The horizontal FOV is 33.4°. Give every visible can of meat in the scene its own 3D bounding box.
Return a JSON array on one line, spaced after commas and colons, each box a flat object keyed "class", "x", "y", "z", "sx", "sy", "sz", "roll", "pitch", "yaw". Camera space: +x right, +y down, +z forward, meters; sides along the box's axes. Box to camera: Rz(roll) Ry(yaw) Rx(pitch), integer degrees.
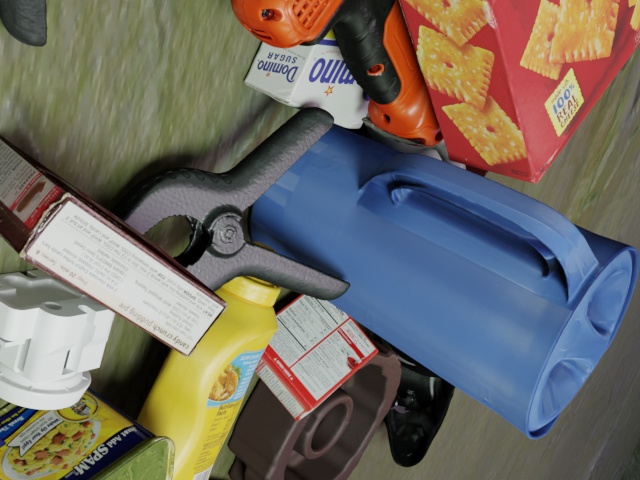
[{"class": "can of meat", "x": -0.149, "y": 0.131, "z": 0.610, "sx": 0.101, "sy": 0.084, "sz": 0.057, "roll": -33, "pitch": 142, "yaw": -43}]

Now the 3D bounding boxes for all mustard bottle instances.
[{"class": "mustard bottle", "x": -0.074, "y": 0.090, "z": 0.688, "sx": 0.192, "sy": 0.058, "sz": 0.096, "roll": -65, "pitch": 165, "yaw": 7}]

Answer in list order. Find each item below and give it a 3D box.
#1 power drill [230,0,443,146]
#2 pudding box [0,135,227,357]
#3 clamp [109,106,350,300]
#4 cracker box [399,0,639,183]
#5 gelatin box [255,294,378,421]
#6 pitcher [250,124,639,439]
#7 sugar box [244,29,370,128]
[{"class": "power drill", "x": 0.047, "y": -0.154, "z": 0.613, "sx": 0.184, "sy": 0.057, "sz": 0.187, "roll": -54, "pitch": 141, "yaw": -6}, {"class": "pudding box", "x": -0.110, "y": 0.003, "z": 0.516, "sx": 0.113, "sy": 0.090, "sz": 0.039, "roll": 37, "pitch": 86, "yaw": -43}, {"class": "clamp", "x": -0.054, "y": 0.001, "z": 0.630, "sx": 0.171, "sy": 0.039, "sz": 0.120, "roll": -22, "pitch": 104, "yaw": -22}, {"class": "cracker box", "x": 0.115, "y": -0.165, "z": 0.583, "sx": 0.164, "sy": 0.072, "sz": 0.213, "roll": -50, "pitch": 139, "yaw": -25}, {"class": "gelatin box", "x": -0.009, "y": 0.083, "z": 0.816, "sx": 0.089, "sy": 0.073, "sz": 0.030, "roll": -36, "pitch": 173, "yaw": -41}, {"class": "pitcher", "x": 0.073, "y": 0.008, "z": 0.699, "sx": 0.144, "sy": 0.243, "sz": 0.149, "roll": -10, "pitch": 124, "yaw": -57}, {"class": "sugar box", "x": 0.026, "y": -0.162, "z": 0.671, "sx": 0.093, "sy": 0.048, "sz": 0.176, "roll": 10, "pitch": 105, "yaw": -58}]
